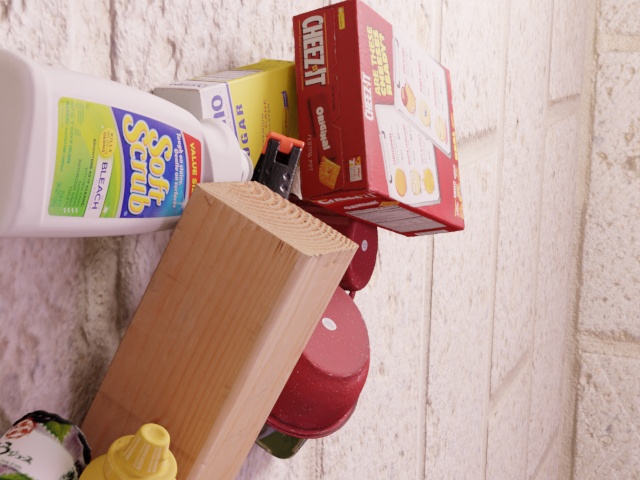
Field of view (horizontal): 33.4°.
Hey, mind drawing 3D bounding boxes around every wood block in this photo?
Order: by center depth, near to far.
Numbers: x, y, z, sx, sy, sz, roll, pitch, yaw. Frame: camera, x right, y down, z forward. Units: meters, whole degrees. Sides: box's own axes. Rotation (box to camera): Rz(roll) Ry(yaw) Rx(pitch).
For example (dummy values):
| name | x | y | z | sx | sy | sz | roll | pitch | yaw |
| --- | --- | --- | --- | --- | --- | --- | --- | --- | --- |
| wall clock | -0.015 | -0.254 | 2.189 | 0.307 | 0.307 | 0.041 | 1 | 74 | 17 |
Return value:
| name | x | y | z | sx | sy | sz | roll | pitch | yaw |
| --- | --- | --- | --- | --- | --- | --- | --- | --- | --- |
| wood block | -0.072 | 0.072 | 0.710 | 0.206 | 0.091 | 0.090 | -62 | 161 | 15 |

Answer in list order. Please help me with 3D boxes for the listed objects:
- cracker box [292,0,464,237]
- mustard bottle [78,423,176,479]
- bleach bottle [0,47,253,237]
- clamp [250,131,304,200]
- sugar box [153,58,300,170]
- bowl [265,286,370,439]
| name | x | y | z | sx | sy | sz | roll | pitch | yaw |
| --- | --- | --- | --- | --- | --- | --- | --- | --- | --- |
| cracker box | 0.055 | -0.099 | 0.950 | 0.213 | 0.072 | 0.164 | 16 | 68 | -60 |
| mustard bottle | -0.129 | 0.184 | 0.640 | 0.192 | 0.058 | 0.096 | -65 | 169 | 27 |
| bleach bottle | -0.119 | -0.055 | 0.660 | 0.250 | 0.068 | 0.102 | -5 | 107 | -61 |
| clamp | -0.055 | 0.001 | 0.814 | 0.171 | 0.039 | 0.120 | -69 | -162 | 4 |
| sugar box | -0.067 | -0.088 | 0.849 | 0.176 | 0.048 | 0.093 | -38 | 130 | -63 |
| bowl | -0.010 | 0.083 | 0.903 | 0.161 | 0.055 | 0.162 | 25 | 48 | -31 |
